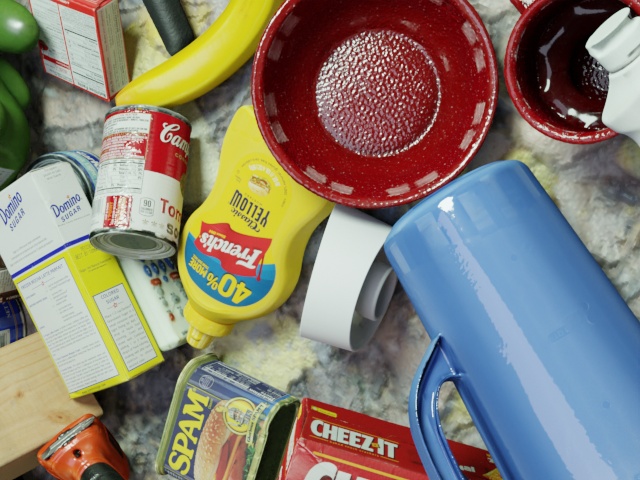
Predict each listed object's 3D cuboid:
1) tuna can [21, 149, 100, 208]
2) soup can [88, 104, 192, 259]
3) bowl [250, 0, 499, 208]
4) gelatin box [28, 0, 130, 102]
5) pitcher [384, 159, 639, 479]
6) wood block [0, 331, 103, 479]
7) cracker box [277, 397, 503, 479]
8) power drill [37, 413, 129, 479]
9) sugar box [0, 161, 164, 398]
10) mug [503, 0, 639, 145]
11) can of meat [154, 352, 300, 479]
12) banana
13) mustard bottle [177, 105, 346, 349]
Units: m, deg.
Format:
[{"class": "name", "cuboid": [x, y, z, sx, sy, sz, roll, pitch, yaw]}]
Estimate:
[{"class": "tuna can", "cuboid": [-0.212, -0.033, 0.895, 0.086, 0.033, 0.086, 5, 100, 28]}, {"class": "soup can", "cuboid": [-0.137, -0.043, 0.811, 0.069, 0.068, 0.102, -6, 69, 29]}, {"class": "bowl", "cuboid": [0.037, -0.102, 0.717, 0.162, 0.055, 0.162, 0, 92, 6]}, {"class": "gelatin box", "cuboid": [-0.190, -0.162, 0.846, 0.073, 0.030, 0.089, 25, 140, 24]}, {"class": "pitcher", "cuboid": [0.133, 0.080, 0.662, 0.145, 0.149, 0.243, -37, 76, 28]}, {"class": "wood block", "cuboid": [-0.295, 0.161, 0.860, 0.090, 0.205, 0.091, 55, 140, 11]}, {"class": "cracker box", "cuboid": [0.033, 0.237, 0.743, 0.164, 0.072, 0.214, 17, 108, -2]}, {"class": "power drill", "cuboid": [-0.137, 0.235, 0.847, 0.057, 0.184, 0.188, -39, 58, -16]}, {"class": "sugar box", "cuboid": [-0.199, 0.033, 0.848, 0.094, 0.048, 0.176, -23, 91, 44]}, {"class": "mug", "cuboid": [0.160, -0.115, 0.649, 0.117, 0.081, 0.093, 46, 116, 15]}, {"class": "can of meat", "cuboid": [-0.071, 0.152, 0.831, 0.084, 0.057, 0.102, 22, 104, 22]}, {"class": "banana", "cuboid": [-0.077, -0.157, 0.789, 0.069, 0.037, 0.198, 31, 120, -17]}, {"class": "mustard bottle", "cuboid": [-0.055, 0.001, 0.800, 0.096, 0.058, 0.192, 34, 112, 15]}]
